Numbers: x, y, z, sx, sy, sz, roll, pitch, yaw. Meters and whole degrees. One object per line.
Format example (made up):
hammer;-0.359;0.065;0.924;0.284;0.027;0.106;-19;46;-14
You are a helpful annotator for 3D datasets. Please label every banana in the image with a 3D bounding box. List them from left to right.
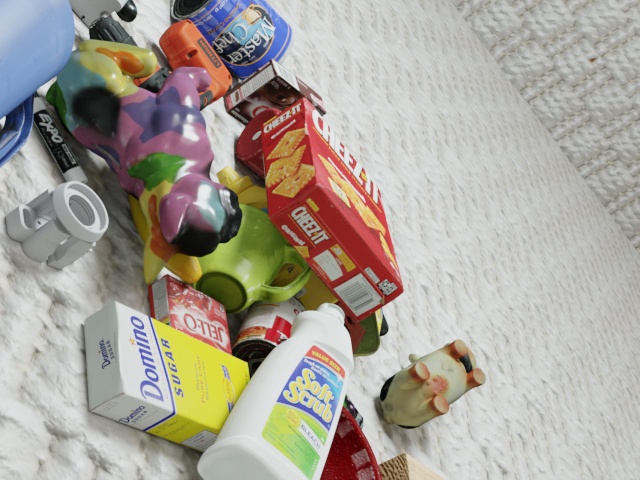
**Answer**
banana;-0.160;-0.039;1.081;0.037;0.069;0.198;98;-13;-50

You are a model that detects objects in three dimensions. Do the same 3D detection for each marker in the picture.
marker;-0.258;-0.105;1.012;0.121;0.020;0.020;60;23;4

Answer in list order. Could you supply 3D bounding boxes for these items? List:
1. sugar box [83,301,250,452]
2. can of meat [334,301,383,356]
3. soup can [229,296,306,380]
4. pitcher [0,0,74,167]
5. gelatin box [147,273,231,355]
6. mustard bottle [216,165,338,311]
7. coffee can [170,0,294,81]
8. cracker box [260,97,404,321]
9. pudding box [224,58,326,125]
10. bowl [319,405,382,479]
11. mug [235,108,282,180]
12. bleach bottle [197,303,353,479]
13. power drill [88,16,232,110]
sugar box;-0.129;0.128;0.948;0.176;0.048;0.093;35;33;-47
can of meat;0.045;0.079;1.324;0.084;0.057;0.102;-71;153;-65
soup can;-0.053;0.104;1.105;0.068;0.069;0.102;52;24;-16
pitcher;-0.296;-0.128;0.844;0.149;0.145;0.242;39;30;-13
gelatin box;-0.125;0.083;1.035;0.089;0.030;0.073;35;32;-44
mustard bottle;-0.058;0.001;1.191;0.191;0.096;0.058;57;22;-3
coffee can;-0.117;-0.294;1.436;0.140;0.103;0.103;40;29;-37
cracker box;0.012;-0.040;1.160;0.164;0.072;0.213;50;17;-28
pudding box;-0.060;-0.182;1.429;0.113;0.090;0.039;34;31;-44
bowl;-0.006;0.228;1.060;0.162;0.055;0.162;42;29;-30
mug;-0.059;-0.118;1.370;0.081;0.093;0.117;37;0;-33
bleach bottle;-0.026;0.140;0.986;0.102;0.068;0.250;47;34;-18
power drill;-0.181;-0.196;1.243;0.184;0.057;0.187;56;25;-16
